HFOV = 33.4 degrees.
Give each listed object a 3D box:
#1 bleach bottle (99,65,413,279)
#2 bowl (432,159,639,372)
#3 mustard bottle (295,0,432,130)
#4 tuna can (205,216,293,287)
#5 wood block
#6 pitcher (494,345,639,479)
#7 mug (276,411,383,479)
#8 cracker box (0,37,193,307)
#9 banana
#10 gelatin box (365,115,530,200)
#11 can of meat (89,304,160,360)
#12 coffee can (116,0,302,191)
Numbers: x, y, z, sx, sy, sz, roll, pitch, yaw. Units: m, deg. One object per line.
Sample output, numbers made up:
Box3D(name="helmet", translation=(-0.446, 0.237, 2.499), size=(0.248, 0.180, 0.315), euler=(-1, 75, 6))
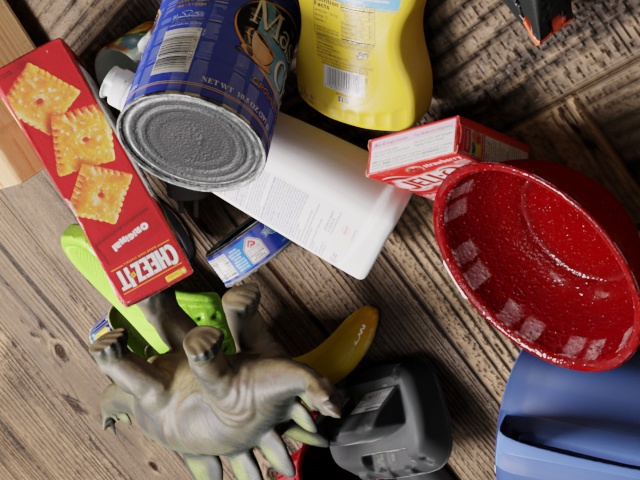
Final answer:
Box3D(name="bleach bottle", translation=(-0.054, -0.068, 0.821), size=(0.251, 0.068, 0.103), euler=(29, 143, 3))
Box3D(name="bowl", translation=(0.151, 0.005, 0.686), size=(0.162, 0.055, 0.162), euler=(36, 150, 25))
Box3D(name="mustard bottle", translation=(0.026, -0.168, 0.696), size=(0.096, 0.058, 0.192), euler=(22, 137, 27))
Box3D(name="tuna can", translation=(-0.056, 0.001, 0.912), size=(0.034, 0.086, 0.086), euler=(54, 143, -7))
Box3D(name="wood block", translation=(-0.319, -0.159, 1.005), size=(0.090, 0.090, 0.206), euler=(-2, 123, 58))
Box3D(name="pitcher", translation=(0.242, 0.143, 0.701), size=(0.243, 0.149, 0.145), euler=(7, 139, 34))
Box3D(name="mug", translation=(0.002, 0.231, 1.079), size=(0.082, 0.093, 0.117), euler=(-46, 57, 58))
Box3D(name="cracker box", translation=(-0.190, -0.056, 0.915), size=(0.213, 0.072, 0.164), euler=(62, 175, -7))
Box3D(name="banana", translation=(-0.011, 0.109, 0.996), size=(0.198, 0.037, 0.069), euler=(-18, 88, 49))
Box3D(name="gelatin box", translation=(0.087, -0.054, 0.734), size=(0.073, 0.030, 0.089), euler=(17, 162, -38))
Box3D(name="can of meat", translation=(-0.203, 0.115, 1.187), size=(0.102, 0.057, 0.084), euler=(50, 146, -4))
Box3D(name="coffee can", translation=(-0.073, -0.120, 0.744), size=(0.103, 0.140, 0.103), euler=(9, 147, 5))
